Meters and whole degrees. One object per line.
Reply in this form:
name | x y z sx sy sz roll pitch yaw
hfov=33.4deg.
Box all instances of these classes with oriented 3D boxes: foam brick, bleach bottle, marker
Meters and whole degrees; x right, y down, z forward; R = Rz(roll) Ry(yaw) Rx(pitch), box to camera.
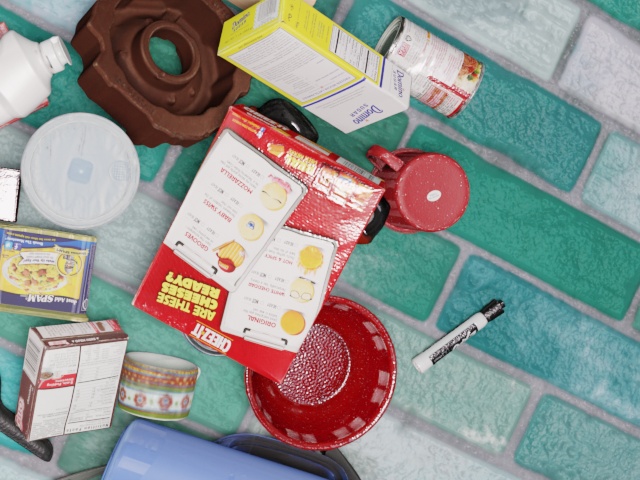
foam brick | -0.328 -0.047 1.021 0.078 0.053 0.051 7 92 -14
bleach bottle | -0.353 -0.135 0.978 0.251 0.068 0.102 -22 101 0
marker | 0.153 0.103 1.169 0.121 0.020 0.020 -35 101 -9

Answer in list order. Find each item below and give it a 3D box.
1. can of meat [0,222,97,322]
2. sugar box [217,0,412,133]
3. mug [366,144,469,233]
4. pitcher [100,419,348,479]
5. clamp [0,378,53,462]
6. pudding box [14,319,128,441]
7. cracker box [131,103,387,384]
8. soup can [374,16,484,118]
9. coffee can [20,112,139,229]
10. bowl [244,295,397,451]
can of meat | -0.272 0.030 1.039 0.102 0.057 0.084 9 89 -15
sugar box | -0.003 -0.171 1.044 0.176 0.094 0.048 26 61 -37
mug | 0.096 -0.059 1.111 0.117 0.082 0.093 43 83 -13
pitcher | -0.086 0.256 1.034 0.243 0.149 0.145 21 83 0
clamp | -0.334 0.164 1.043 0.120 0.039 0.171 -13 104 -19
pudding box | -0.240 0.135 1.030 0.089 0.039 0.114 -4 123 -37
cracker box | -0.057 0.001 1.016 0.164 0.072 0.214 28 102 2
soup can | 0.110 -0.180 1.113 0.102 0.068 0.068 27 87 -14
coffee can | -0.226 -0.065 1.000 0.102 0.140 0.103 -1 94 -14
bowl | -0.004 0.134 1.113 0.162 0.055 0.162 -1 94 -14
